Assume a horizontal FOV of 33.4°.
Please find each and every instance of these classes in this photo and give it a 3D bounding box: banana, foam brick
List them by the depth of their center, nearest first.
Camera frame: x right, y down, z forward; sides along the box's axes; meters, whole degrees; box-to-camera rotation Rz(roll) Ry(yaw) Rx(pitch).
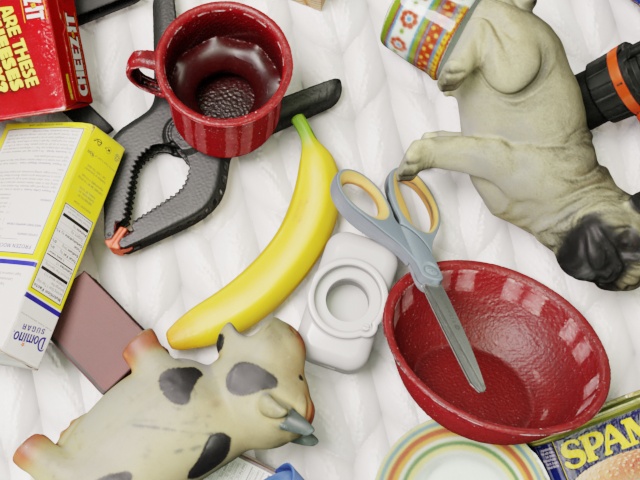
[{"bbox_3d":[-0.160,0.068,0.773,0.078,0.053,0.051,44,83,7],"label":"foam brick"},{"bbox_3d":[-0.037,0.007,0.790,0.069,0.037,0.198,29,84,5],"label":"banana"}]

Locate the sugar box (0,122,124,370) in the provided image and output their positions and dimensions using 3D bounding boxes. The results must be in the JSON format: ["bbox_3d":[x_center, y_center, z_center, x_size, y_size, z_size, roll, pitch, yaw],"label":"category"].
[{"bbox_3d":[-0.212,0.001,0.758,0.093,0.048,0.176,3,68,33],"label":"sugar box"}]

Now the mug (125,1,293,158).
[{"bbox_3d":[-0.079,-0.110,0.754,0.117,0.081,0.093,7,74,-2],"label":"mug"}]

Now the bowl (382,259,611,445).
[{"bbox_3d":[0.115,0.087,0.741,0.162,0.055,0.162,10,39,-9],"label":"bowl"}]

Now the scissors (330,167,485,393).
[{"bbox_3d":[0.056,0.015,0.735,0.096,0.016,0.202,16,40,-19],"label":"scissors"}]

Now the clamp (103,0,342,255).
[{"bbox_3d":[-0.107,-0.086,0.809,0.164,0.036,0.210,37,79,8],"label":"clamp"}]

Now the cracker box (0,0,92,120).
[{"bbox_3d":[-0.288,-0.160,0.772,0.214,0.072,0.164,-8,100,8],"label":"cracker box"}]
